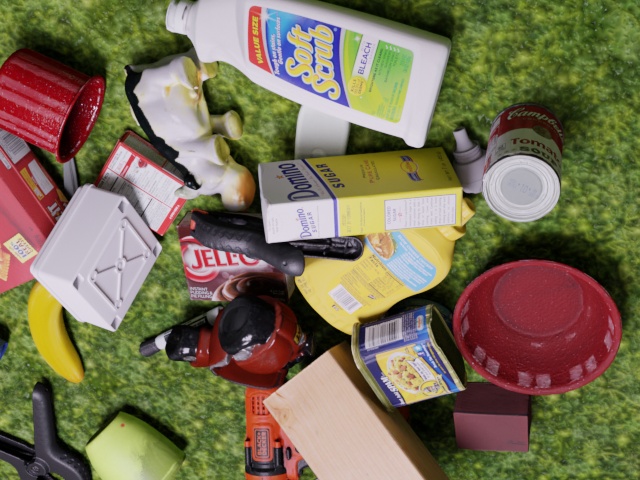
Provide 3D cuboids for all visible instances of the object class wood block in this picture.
[{"bbox_3d":[0.045,0.215,1.094,0.091,0.090,0.206,-39,83,12],"label":"wood block"}]

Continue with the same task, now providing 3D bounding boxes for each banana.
[{"bbox_3d":[-0.292,0.092,1.186,0.069,0.037,0.198,24,137,6],"label":"banana"}]

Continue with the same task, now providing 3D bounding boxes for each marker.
[{"bbox_3d":[-0.155,0.103,1.185,0.121,0.020,0.020,-26,113,26],"label":"marker"}]

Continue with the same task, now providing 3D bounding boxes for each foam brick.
[{"bbox_3d":[0.184,0.188,1.135,0.078,0.051,0.053,1,123,14],"label":"foam brick"}]

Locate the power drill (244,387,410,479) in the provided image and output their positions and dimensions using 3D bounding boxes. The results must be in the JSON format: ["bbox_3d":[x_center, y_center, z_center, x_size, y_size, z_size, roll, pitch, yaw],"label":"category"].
[{"bbox_3d":[0.007,0.245,1.180,0.188,0.057,0.184,-2,96,11],"label":"power drill"}]

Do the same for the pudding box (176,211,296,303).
[{"bbox_3d":[-0.086,0.017,1.101,0.113,0.039,0.090,0,121,13],"label":"pudding box"}]

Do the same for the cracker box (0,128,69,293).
[{"bbox_3d":[-0.373,-0.021,1.121,0.214,0.072,0.164,-21,111,28],"label":"cracker box"}]

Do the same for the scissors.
[{"bbox_3d":[-0.281,-0.007,1.149,0.096,0.016,0.202,-4,120,16],"label":"scissors"}]

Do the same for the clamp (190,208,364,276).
[{"bbox_3d":[-0.057,0.001,0.997,0.172,0.120,0.039,9,96,21],"label":"clamp"}]

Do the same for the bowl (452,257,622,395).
[{"bbox_3d":[0.213,0.074,1.052,0.162,0.055,0.162,7,123,10],"label":"bowl"}]

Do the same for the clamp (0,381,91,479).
[{"bbox_3d":[-0.344,0.266,1.325,0.165,0.036,0.210,-29,113,28],"label":"clamp"}]

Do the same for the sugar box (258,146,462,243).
[{"bbox_3d":[0.034,-0.044,0.972,0.176,0.093,0.048,-4,119,-5],"label":"sugar box"}]

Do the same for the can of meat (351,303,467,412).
[{"bbox_3d":[0.090,0.116,1.060,0.084,0.057,0.102,-18,128,20],"label":"can of meat"}]

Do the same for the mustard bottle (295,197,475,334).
[{"bbox_3d":[0.072,0.014,1.048,0.192,0.058,0.096,-35,110,30],"label":"mustard bottle"}]

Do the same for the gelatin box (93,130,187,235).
[{"bbox_3d":[-0.178,-0.058,1.082,0.089,0.030,0.073,33,125,-7],"label":"gelatin box"}]

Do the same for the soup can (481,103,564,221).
[{"bbox_3d":[0.179,-0.070,0.942,0.068,0.102,0.068,7,123,10],"label":"soup can"}]

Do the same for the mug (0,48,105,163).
[{"bbox_3d":[-0.266,-0.129,1.034,0.081,0.093,0.117,25,161,3],"label":"mug"}]

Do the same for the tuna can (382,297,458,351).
[{"bbox_3d":[0.103,0.102,1.111,0.086,0.033,0.086,7,123,10],"label":"tuna can"}]

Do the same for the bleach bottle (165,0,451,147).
[{"bbox_3d":[-0.016,-0.163,0.950,0.251,0.068,0.103,15,106,6],"label":"bleach bottle"}]
